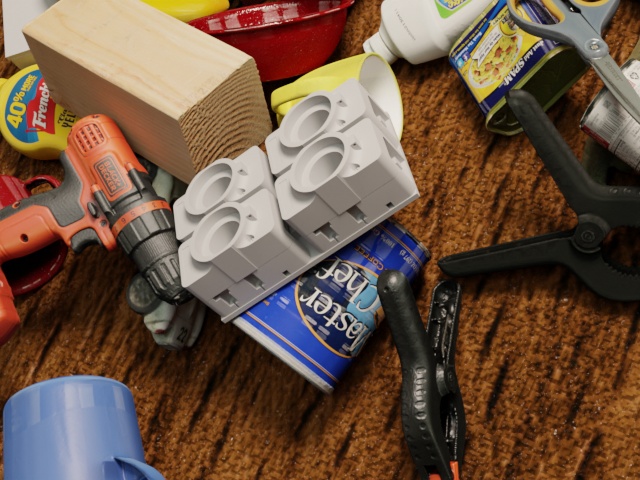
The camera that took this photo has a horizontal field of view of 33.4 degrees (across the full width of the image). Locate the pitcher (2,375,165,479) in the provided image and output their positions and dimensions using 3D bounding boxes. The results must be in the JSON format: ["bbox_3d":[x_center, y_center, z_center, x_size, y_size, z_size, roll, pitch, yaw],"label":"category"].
[{"bbox_3d":[-0.181,0.232,0.843,0.149,0.145,0.243,-9,63,-8],"label":"pitcher"}]

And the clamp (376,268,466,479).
[{"bbox_3d":[0.090,0.103,0.836,0.039,0.120,0.171,-8,89,36],"label":"clamp"}]

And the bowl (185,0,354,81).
[{"bbox_3d":[-0.045,-0.180,0.968,0.162,0.162,0.055,-4,110,16],"label":"bowl"}]

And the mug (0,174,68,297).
[{"bbox_3d":[-0.285,-0.015,0.991,0.117,0.093,0.082,-42,59,5],"label":"mug"}]

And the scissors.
[{"bbox_3d":[0.218,-0.153,0.802,0.096,0.016,0.202,-29,46,-10],"label":"scissors"}]

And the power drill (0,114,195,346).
[{"bbox_3d":[-0.211,0.010,0.888,0.187,0.057,0.184,-31,71,-1],"label":"power drill"}]

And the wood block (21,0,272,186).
[{"bbox_3d":[-0.151,-0.139,0.928,0.206,0.091,0.090,31,63,31],"label":"wood block"}]

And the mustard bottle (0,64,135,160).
[{"bbox_3d":[-0.256,-0.123,1.041,0.192,0.058,0.096,16,80,23],"label":"mustard bottle"}]

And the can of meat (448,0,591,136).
[{"bbox_3d":[0.166,-0.154,0.903,0.102,0.057,0.084,-46,56,32],"label":"can of meat"}]

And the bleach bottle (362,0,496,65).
[{"bbox_3d":[0.138,-0.244,0.933,0.251,0.068,0.102,-36,68,23],"label":"bleach bottle"}]

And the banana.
[{"bbox_3d":[-0.189,-0.236,1.021,0.198,0.037,0.069,19,68,2],"label":"banana"}]

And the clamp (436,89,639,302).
[{"bbox_3d":[0.202,-0.002,0.838,0.210,0.036,0.165,30,117,7],"label":"clamp"}]

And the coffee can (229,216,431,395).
[{"bbox_3d":[0.008,0.040,0.870,0.103,0.102,0.140,34,83,25],"label":"coffee can"}]
